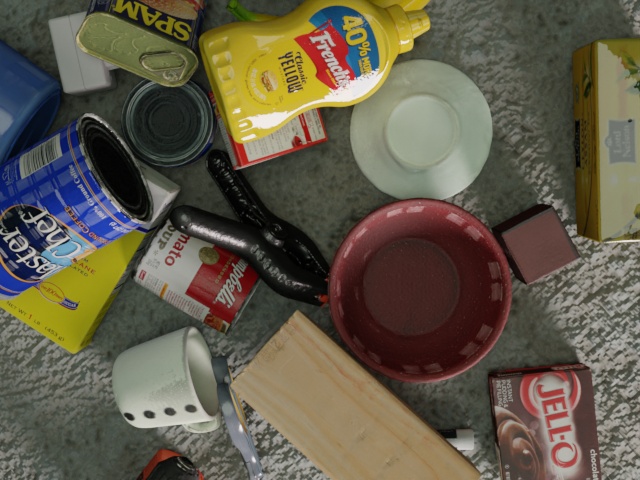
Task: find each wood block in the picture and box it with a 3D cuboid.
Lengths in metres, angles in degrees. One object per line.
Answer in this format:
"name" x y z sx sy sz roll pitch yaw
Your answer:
"wood block" 0.030 0.162 0.931 0.206 0.091 0.090 42 87 6

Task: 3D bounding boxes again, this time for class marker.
"marker" 0.080 0.184 0.983 0.121 0.020 0.020 -1 94 2

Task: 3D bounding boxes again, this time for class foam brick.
"foam brick" 0.187 0.002 0.936 0.051 0.078 0.053 -28 91 4

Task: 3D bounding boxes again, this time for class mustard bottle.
"mustard bottle" 0.001 -0.156 0.896 0.191 0.058 0.096 -20 112 -8

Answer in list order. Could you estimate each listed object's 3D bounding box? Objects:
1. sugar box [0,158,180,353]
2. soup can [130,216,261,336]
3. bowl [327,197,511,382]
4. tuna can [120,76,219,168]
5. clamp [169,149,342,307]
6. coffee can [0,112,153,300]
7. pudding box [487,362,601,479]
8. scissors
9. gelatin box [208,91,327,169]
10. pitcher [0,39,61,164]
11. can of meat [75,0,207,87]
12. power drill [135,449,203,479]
"sugar box" -0.210 0.003 0.957 0.093 0.048 0.176 32 104 1
"soup can" -0.109 0.031 0.953 0.102 0.068 0.068 31 95 -1
"bowl" 0.085 0.043 0.949 0.162 0.055 0.162 0 91 -3
"tuna can" -0.135 -0.108 0.961 0.086 0.034 0.086 0 94 2
"clamp" -0.056 0.001 0.932 0.171 0.120 0.039 43 128 -3
"coffee can" -0.224 -0.027 0.880 0.140 0.102 0.103 -28 93 12
"pudding box" 0.203 0.171 0.967 0.090 0.039 0.113 -7 94 2
"scissors" -0.062 0.201 0.957 0.016 0.096 0.202 -18 90 -2
"gelatin box" -0.045 -0.110 0.947 0.089 0.030 0.073 -19 94 -20
"pitcher" -0.357 -0.148 0.917 0.243 0.145 0.149 33 96 -4
"can of meat" -0.150 -0.193 0.919 0.102 0.058 0.084 21 56 -21
"power drill" -0.151 0.242 0.912 0.057 0.187 0.184 35 96 1
